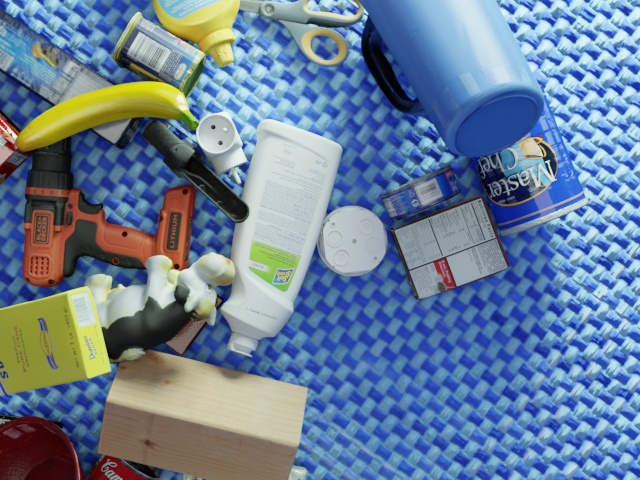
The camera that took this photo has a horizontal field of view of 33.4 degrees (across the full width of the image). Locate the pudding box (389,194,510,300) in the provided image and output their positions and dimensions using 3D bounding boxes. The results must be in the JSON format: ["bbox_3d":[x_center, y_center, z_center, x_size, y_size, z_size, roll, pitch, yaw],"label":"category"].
[{"bbox_3d":[0.146,0.009,1.206,0.113,0.039,0.090,-20,90,3],"label":"pudding box"}]

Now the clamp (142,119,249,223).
[{"bbox_3d":[-0.150,-0.091,1.144,0.039,0.120,0.172,-44,52,-9],"label":"clamp"}]

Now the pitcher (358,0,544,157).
[{"bbox_3d":[0.130,-0.201,1.117,0.145,0.149,0.243,-21,59,-1],"label":"pitcher"}]

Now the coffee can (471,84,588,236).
[{"bbox_3d":[0.222,-0.088,1.179,0.103,0.103,0.140,-22,91,-2],"label":"coffee can"}]

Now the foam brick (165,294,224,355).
[{"bbox_3d":[-0.151,0.082,1.195,0.053,0.051,0.078,37,89,-1],"label":"foam brick"}]

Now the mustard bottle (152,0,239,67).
[{"bbox_3d":[-0.143,-0.281,1.182,0.096,0.058,0.191,-25,86,-1],"label":"mustard bottle"}]

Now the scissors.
[{"bbox_3d":[-0.050,-0.243,1.214,0.202,0.016,0.096,-2,96,4],"label":"scissors"}]

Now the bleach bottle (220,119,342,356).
[{"bbox_3d":[-0.058,0.001,1.173,0.102,0.068,0.251,19,82,-7],"label":"bleach bottle"}]

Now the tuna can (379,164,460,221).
[{"bbox_3d":[0.112,-0.052,1.185,0.086,0.086,0.034,-24,93,-2],"label":"tuna can"}]

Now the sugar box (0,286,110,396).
[{"bbox_3d":[-0.311,0.112,1.126,0.176,0.048,0.093,-14,88,25],"label":"sugar box"}]

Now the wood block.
[{"bbox_3d":[-0.126,0.196,1.161,0.206,0.090,0.091,14,127,-3],"label":"wood block"}]

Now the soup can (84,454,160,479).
[{"bbox_3d":[-0.236,0.283,1.187,0.068,0.068,0.102,37,90,-2],"label":"soup can"}]

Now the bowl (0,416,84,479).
[{"bbox_3d":[-0.310,0.275,1.154,0.162,0.055,0.162,-10,67,24],"label":"bowl"}]

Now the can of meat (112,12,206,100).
[{"bbox_3d":[-0.174,-0.198,1.168,0.084,0.102,0.057,30,89,-4],"label":"can of meat"}]

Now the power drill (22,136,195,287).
[{"bbox_3d":[-0.236,-0.034,1.190,0.187,0.057,0.184,5,94,1],"label":"power drill"}]

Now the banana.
[{"bbox_3d":[-0.224,-0.135,1.125,0.198,0.069,0.037,-8,129,8],"label":"banana"}]
